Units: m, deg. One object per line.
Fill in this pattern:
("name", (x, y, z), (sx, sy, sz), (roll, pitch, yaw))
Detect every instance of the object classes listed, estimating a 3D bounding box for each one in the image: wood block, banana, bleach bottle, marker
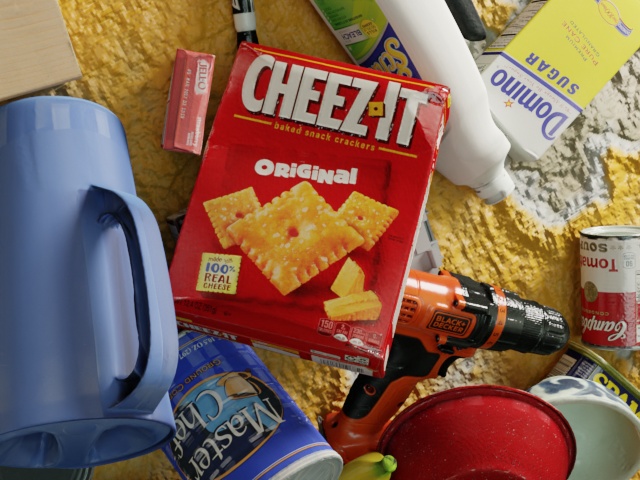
("wood block", (-0.282, -0.125, 0.734), (0.205, 0.090, 0.091), (-20, 103, -16))
("banana", (-0.012, 0.225, 0.845), (0.198, 0.069, 0.037), (-44, 70, 11))
("bleach bottle", (0.084, -0.135, 0.847), (0.068, 0.103, 0.250), (-45, 109, -27))
("marker", (-0.062, -0.196, 0.835), (0.020, 0.020, 0.121), (-10, 100, -17))

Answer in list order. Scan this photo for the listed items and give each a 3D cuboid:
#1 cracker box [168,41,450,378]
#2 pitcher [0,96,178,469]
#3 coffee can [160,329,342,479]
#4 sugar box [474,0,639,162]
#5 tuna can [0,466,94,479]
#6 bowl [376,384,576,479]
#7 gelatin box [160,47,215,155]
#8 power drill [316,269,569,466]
("cracker box", (-0.008, -0.025, 0.779), (0.164, 0.072, 0.213), (14, 74, 6))
("pitcher", (-0.169, 0.025, 0.719), (0.149, 0.145, 0.243), (-9, 68, -2))
("coffee can", (-0.065, 0.144, 0.799), (0.102, 0.103, 0.140), (-36, 63, -11))
("sugar box", (0.204, -0.160, 0.914), (0.093, 0.048, 0.176), (44, 82, -18))
("tuna can", (-0.219, 0.169, 0.823), (0.086, 0.034, 0.086), (-2, 98, -18))
("bowl", (0.124, 0.190, 0.838), (0.162, 0.055, 0.162), (1, 127, 1))
("gelatin box", (-0.099, -0.102, 0.797), (0.030, 0.089, 0.073), (9, 94, -10))
("power drill", (0.092, 0.113, 0.873), (0.184, 0.057, 0.188), (15, 115, -19))
